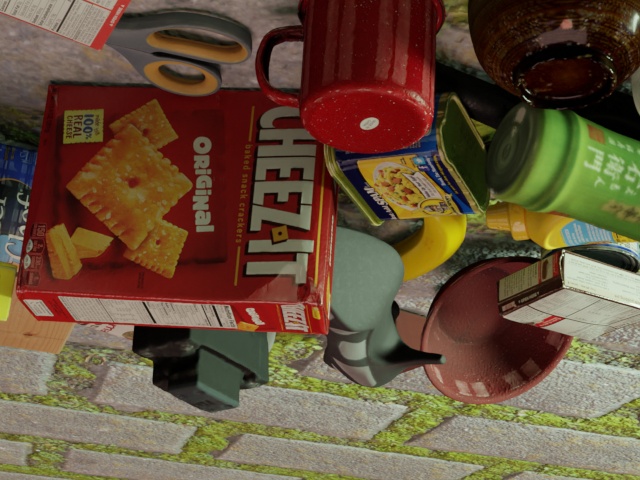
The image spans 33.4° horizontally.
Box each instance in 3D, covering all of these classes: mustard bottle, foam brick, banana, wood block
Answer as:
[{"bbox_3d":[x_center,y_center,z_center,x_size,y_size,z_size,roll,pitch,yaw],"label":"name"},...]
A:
[{"bbox_3d":[0.225,-0.026,0.832,0.192,0.058,0.096,-5,166,19],"label":"mustard bottle"},{"bbox_3d":[0.080,0.114,1.178,0.051,0.053,0.078,18,153,-29],"label":"foam brick"},{"bbox_3d":[0.084,0.001,0.949,0.069,0.037,0.198,25,152,-3],"label":"banana"},{"bbox_3d":[-0.268,0.032,1.006,0.090,0.090,0.206,11,155,-18],"label":"wood block"}]

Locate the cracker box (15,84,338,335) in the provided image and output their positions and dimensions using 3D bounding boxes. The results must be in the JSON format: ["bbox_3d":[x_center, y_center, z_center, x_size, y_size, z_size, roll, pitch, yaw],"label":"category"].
[{"bbox_3d":[-0.096,-0.024,0.760,0.214,0.164,0.072,2,158,5],"label":"cracker box"}]

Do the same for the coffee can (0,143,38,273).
[{"bbox_3d":[-0.245,-0.025,0.858,0.140,0.103,0.103,12,155,-18],"label":"coffee can"}]

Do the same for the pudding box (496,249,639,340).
[{"bbox_3d":[0.227,0.050,0.942,0.113,0.039,0.090,14,153,-26],"label":"pudding box"}]

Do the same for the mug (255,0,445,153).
[{"bbox_3d":[0.018,-0.107,0.656,0.117,0.081,0.093,2,156,4],"label":"mug"}]

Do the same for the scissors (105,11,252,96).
[{"bbox_3d":[-0.146,-0.131,0.709,0.201,0.016,0.096,6,156,-3],"label":"scissors"}]

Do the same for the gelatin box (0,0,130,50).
[{"bbox_3d":[-0.154,-0.157,0.622,0.089,0.030,0.073,19,143,-24],"label":"gelatin box"}]

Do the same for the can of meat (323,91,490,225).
[{"bbox_3d":[0.062,-0.055,0.728,0.084,0.057,0.102,-4,150,27],"label":"can of meat"}]

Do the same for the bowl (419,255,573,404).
[{"bbox_3d":[0.161,0.075,1.017,0.162,0.055,0.162,-7,118,-14],"label":"bowl"}]

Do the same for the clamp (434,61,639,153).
[{"bbox_3d":[0.153,-0.079,0.752,0.210,0.036,0.164,-1,154,15],"label":"clamp"}]
